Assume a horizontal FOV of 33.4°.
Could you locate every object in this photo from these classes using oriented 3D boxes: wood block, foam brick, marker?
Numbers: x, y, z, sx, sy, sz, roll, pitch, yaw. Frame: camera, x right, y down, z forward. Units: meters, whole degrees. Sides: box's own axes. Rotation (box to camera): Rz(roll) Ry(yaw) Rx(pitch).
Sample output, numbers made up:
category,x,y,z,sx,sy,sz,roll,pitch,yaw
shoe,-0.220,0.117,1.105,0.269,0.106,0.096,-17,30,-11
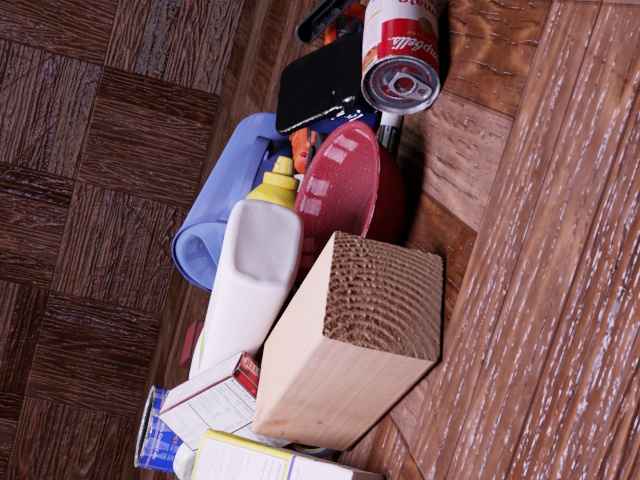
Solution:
category,x,y,z,sx,sy,sz,roll,pitch,yaw
wood block,0.017,0.088,0.854,0.206,0.090,0.091,121,159,-56
foam brick,-0.144,0.137,1.356,0.078,0.053,0.051,133,149,-68
marker,0.057,-0.064,1.014,0.020,0.020,0.121,167,116,-77

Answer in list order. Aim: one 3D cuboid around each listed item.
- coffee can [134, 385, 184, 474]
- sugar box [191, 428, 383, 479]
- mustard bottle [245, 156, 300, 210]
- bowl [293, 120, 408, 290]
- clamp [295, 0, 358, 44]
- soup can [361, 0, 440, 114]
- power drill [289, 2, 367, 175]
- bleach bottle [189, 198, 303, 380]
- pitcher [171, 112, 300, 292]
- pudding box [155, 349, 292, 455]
category,x,y,z,sx,sy,sz,roll,pitch,yaw
coffee can,-0.151,0.244,1.328,0.103,0.140,0.103,-167,90,-78
sugar box,-0.034,0.214,0.858,0.177,0.048,0.093,6,80,42
mustard bottle,-0.058,0.001,1.186,0.096,0.058,0.191,15,92,53
bowl,0.031,-0.022,0.952,0.162,0.055,0.162,-43,39,47
clamp,0.032,-0.282,1.204,0.120,0.039,0.171,-20,27,24
soup can,0.072,-0.171,0.947,0.069,0.068,0.102,117,163,-48
power drill,0.009,-0.196,1.297,0.188,0.057,0.184,112,162,-44
bleach bottle,-0.081,0.078,1.006,0.251,0.068,0.102,114,167,-49
pitcher,-0.087,-0.059,1.350,0.149,0.145,0.242,-20,35,33
pudding box,-0.081,0.159,0.975,0.114,0.090,0.039,-31,19,33
